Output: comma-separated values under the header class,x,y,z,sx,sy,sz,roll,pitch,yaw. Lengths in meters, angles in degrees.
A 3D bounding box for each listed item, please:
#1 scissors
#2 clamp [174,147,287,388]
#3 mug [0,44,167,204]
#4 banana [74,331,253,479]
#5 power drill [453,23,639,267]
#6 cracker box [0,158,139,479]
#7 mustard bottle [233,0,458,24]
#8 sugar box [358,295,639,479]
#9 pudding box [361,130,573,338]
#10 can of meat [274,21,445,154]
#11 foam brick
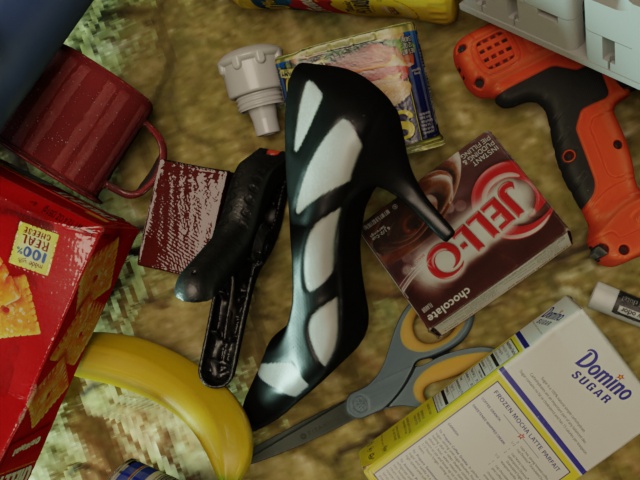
class,x,y,z,sx,sy,sz,roll,pitch,yaw
scissors,0.031,0.092,0.736,0.202,0.016,0.096,-12,82,10
clamp,-0.055,0.001,0.702,0.039,0.120,0.171,12,64,5
mug,-0.162,-0.078,0.752,0.117,0.093,0.081,33,88,-6
banana,-0.110,0.106,0.735,0.198,0.069,0.037,32,137,31
power drill,0.204,-0.090,0.695,0.184,0.057,0.188,-26,80,6
cracker box,-0.244,0.052,0.726,0.164,0.072,0.214,26,94,13
mustard bottle,-0.003,-0.184,0.720,0.192,0.096,0.058,7,88,11
sugar box,0.121,0.125,0.693,0.176,0.048,0.093,-38,99,4
pudding box,0.096,-0.004,0.708,0.113,0.039,0.090,-38,64,7
can of meat,0.026,-0.095,0.719,0.102,0.057,0.084,-12,97,10
foam brick,-0.089,-0.013,0.748,0.051,0.053,0.078,12,89,11
